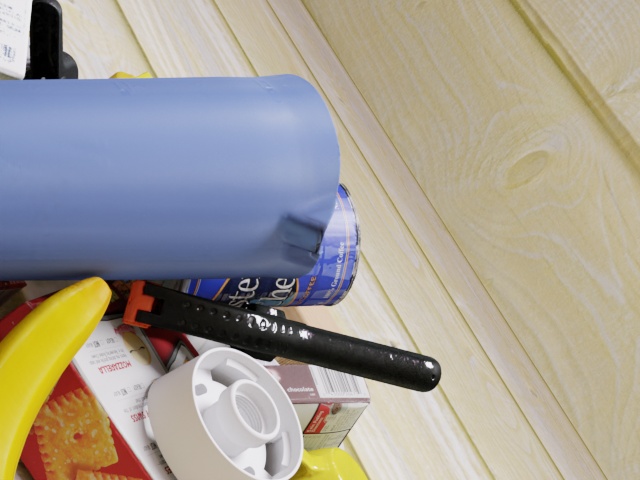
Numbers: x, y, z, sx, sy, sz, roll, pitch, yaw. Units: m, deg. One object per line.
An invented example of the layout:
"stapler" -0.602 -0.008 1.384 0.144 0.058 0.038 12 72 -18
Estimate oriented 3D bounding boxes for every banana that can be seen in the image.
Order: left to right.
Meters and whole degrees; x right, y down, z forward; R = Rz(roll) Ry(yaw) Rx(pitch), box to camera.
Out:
"banana" -0.156 0.102 0.547 0.069 0.037 0.197 9 56 -9

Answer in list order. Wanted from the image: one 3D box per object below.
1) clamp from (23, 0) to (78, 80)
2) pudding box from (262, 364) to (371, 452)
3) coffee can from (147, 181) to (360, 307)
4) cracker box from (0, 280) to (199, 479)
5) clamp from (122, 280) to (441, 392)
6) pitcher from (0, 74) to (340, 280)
"clamp" -0.224 -0.133 0.874 0.039 0.120 0.171 23 4 -4
"pudding box" -0.030 0.135 0.812 0.113 0.090 0.039 5 45 -28
"coffee can" -0.055 0.001 0.803 0.140 0.103 0.103 0 45 -29
"cracker box" -0.113 0.128 0.679 0.214 0.072 0.164 55 14 2
"clamp" -0.043 0.062 0.729 0.209 0.036 0.165 17 -6 -31
"pitcher" -0.124 -0.041 0.641 0.242 0.149 0.145 -2 78 -32
